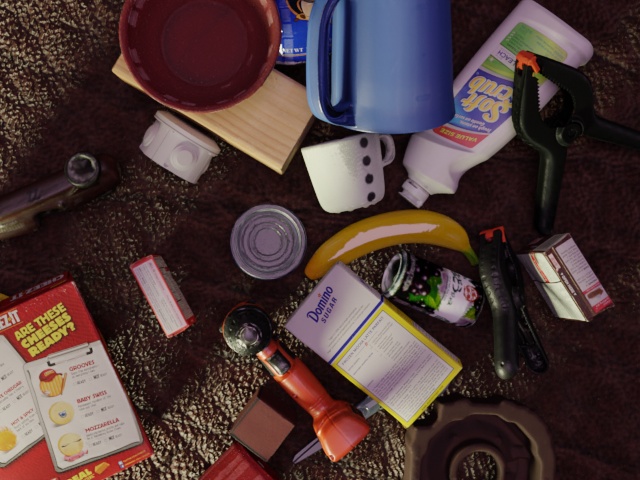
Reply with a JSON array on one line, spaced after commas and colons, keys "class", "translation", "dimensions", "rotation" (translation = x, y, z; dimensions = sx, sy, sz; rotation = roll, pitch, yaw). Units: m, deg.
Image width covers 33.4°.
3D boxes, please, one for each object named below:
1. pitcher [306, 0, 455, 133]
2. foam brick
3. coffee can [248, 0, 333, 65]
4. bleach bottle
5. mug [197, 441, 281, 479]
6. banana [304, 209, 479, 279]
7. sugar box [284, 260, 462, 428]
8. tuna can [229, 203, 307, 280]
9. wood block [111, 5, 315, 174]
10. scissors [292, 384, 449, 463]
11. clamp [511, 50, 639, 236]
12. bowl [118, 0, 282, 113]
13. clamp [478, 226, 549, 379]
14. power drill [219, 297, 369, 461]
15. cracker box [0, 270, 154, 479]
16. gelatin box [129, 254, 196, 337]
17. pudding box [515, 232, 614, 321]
[{"class": "pitcher", "translation": [0.063, -0.234, 1.071], "dimensions": [0.145, 0.149, 0.243], "rotation": [1, 115, 9]}, {"class": "foam brick", "translation": [-0.062, 0.199, 1.162], "dimensions": [0.051, 0.078, 0.053], "rotation": [37, 92, -1]}, {"class": "coffee can", "translation": [-0.031, -0.270, 1.116], "dimensions": [0.103, 0.103, 0.140], "rotation": [-6, 130, -1]}, {"class": "bleach bottle", "translation": [0.181, -0.137, 1.170], "dimensions": [0.102, 0.068, 0.251], "rotation": [39, 92, 8]}, {"class": "mug", "translation": [-0.083, 0.281, 1.163], "dimensions": [0.081, 0.093, 0.117], "rotation": [-45, 121, -5]}, {"class": "banana", "translation": [0.079, 0.002, 1.182], "dimensions": [0.198, 0.037, 0.069], "rotation": [-4, 90, 0]}, {"class": "sugar box", "translation": [0.057, 0.112, 1.158], "dimensions": [0.176, 0.048, 0.093], "rotation": [41, 97, 1]}, {"class": "tuna can", "translation": [-0.058, 0.001, 1.183], "dimensions": [0.086, 0.034, 0.086], "rotation": [0, 90, 0]}, {"class": "wood block", "translation": [-0.108, -0.163, 1.154], "dimensions": [0.206, 0.091, 0.090], "rotation": [30, 90, -1]}, {"class": "scissors", "translation": [0.046, 0.170, 1.193], "dimensions": [0.201, 0.016, 0.096], "rotation": [-21, 90, -1]}, {"class": "clamp", "translation": [0.256, -0.111, 1.145], "dimensions": [0.164, 0.036, 0.209], "rotation": [-44, 122, 2]}, {"class": "bowl", "translation": [-0.119, -0.205, 1.080], "dimensions": [0.162, 0.055, 0.162], "rotation": [0, 89, -1]}, {"class": "clamp", "translation": [0.200, 0.071, 1.151], "dimensions": [0.039, 0.120, 0.171], "rotation": [-19, 86, 22]}, {"class": "power drill", "translation": [-0.030, 0.140, 1.111], "dimensions": [0.057, 0.184, 0.187], "rotation": [-40, 93, -1]}, {"class": "cracker box", "translation": [-0.294, 0.163, 1.127], "dimensions": [0.164, 0.072, 0.213], "rotation": [-25, 106, -12]}, {"class": "gelatin box", "translation": [-0.171, 0.059, 1.162], "dimensions": [0.030, 0.073, 0.089], "rotation": [-29, 90, -1]}, {"class": "pudding box", "translation": [0.260, 0.040, 1.146], "dimensions": [0.039, 0.113, 0.090], "rotation": [-34, 91, -3]}]
